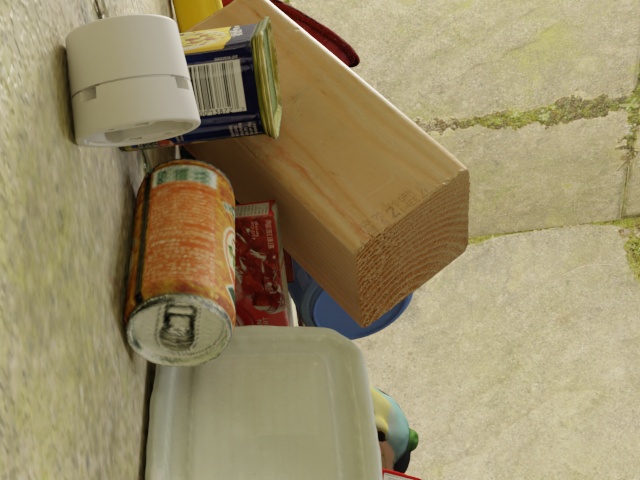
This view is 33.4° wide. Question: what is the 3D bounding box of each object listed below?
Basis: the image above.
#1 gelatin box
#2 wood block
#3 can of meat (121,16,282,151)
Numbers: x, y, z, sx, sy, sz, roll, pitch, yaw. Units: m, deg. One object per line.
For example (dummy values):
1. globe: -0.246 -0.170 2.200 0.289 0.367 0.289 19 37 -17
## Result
1. gelatin box: -0.058 0.024 0.644 0.030 0.073 0.089 -89 173 -67
2. wood block: -0.008 -0.056 0.681 0.206 0.090 0.091 45 -18 30
3. can of meat: -0.067 -0.087 0.592 0.102 0.084 0.057 -91 174 -72
